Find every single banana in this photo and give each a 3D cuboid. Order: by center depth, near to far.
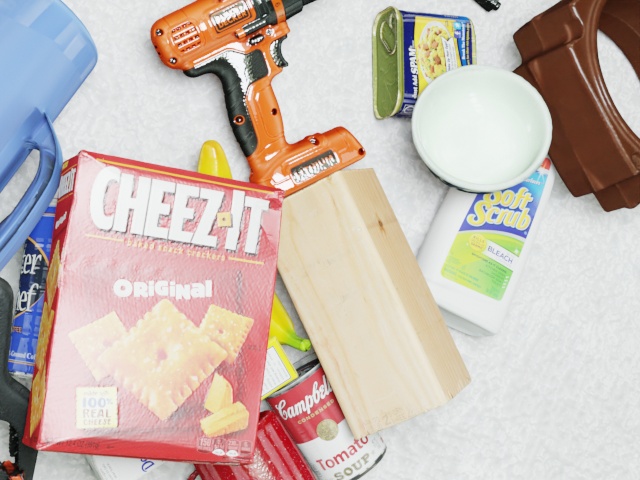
[{"bbox_3d":[-0.066,0.011,0.924,0.037,0.070,0.198,-24,86,-47],"label":"banana"}]

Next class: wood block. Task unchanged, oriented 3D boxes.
[{"bbox_3d":[0.038,0.050,0.910,0.090,0.090,0.206,-26,85,22],"label":"wood block"}]

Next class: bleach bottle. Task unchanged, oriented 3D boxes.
[{"bbox_3d":[0.162,-0.041,1.004,0.102,0.068,0.250,26,75,-12],"label":"bleach bottle"}]

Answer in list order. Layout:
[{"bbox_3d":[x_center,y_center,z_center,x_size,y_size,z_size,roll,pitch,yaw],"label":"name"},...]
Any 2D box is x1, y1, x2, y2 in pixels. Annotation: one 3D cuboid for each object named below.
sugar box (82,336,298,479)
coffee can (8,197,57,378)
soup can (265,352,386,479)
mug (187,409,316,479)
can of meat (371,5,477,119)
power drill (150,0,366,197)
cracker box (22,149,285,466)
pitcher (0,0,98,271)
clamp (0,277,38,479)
[{"bbox_3d":[-0.112,0.141,0.883,0.176,0.093,0.048,-29,93,-18],"label":"sugar box"},{"bbox_3d":[-0.192,0.043,0.860,0.102,0.103,0.140,9,83,-17],"label":"coffee can"},{"bbox_3d":[0.004,0.157,0.932,0.068,0.069,0.102,-35,97,-18],"label":"soup can"},{"bbox_3d":[-0.064,0.202,0.902,0.117,0.093,0.081,-30,91,20],"label":"mug"},{"bbox_3d":[0.097,-0.163,0.996,0.083,0.058,0.102,1,86,-20],"label":"can of meat"},{"bbox_3d":[-0.031,-0.144,0.929,0.184,0.057,0.187,-27,104,-8],"label":"power drill"},{"bbox_3d":[-0.121,0.054,0.794,0.164,0.072,0.213,10,81,-24],"label":"cracker box"},{"bbox_3d":[-0.277,-0.085,0.830,0.149,0.145,0.242,46,70,-29],"label":"pitcher"},{"bbox_3d":[-0.262,0.119,0.773,0.120,0.039,0.171,-18,114,-18],"label":"clamp"}]
